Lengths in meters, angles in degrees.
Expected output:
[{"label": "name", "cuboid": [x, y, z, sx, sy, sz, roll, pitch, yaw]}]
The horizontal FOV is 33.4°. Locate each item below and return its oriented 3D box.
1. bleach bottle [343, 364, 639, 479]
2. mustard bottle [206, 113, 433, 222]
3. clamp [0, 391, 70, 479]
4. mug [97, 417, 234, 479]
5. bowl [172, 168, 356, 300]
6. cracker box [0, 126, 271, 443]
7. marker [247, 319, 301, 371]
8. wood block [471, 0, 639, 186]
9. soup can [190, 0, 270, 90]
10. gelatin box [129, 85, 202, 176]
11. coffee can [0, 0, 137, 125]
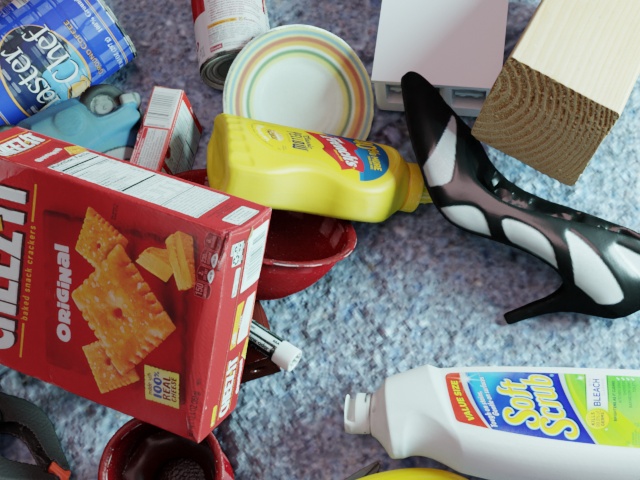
[{"label": "bleach bottle", "cuboid": [0.142, 0.140, 0.786, 0.251, 0.068, 0.102, 1, 43, 9]}, {"label": "mustard bottle", "cuboid": [0.008, -0.054, 0.864, 0.191, 0.058, 0.096, 9, 27, -17]}, {"label": "clamp", "cuboid": [-0.268, 0.135, 0.842, 0.171, 0.039, 0.120, 31, 53, -10]}, {"label": "mug", "cuboid": [-0.116, 0.191, 0.797, 0.093, 0.081, 0.117, 24, 74, 15]}, {"label": "bowl", "cuboid": [-0.056, 0.001, 0.849, 0.162, 0.161, 0.055, 24, 116, 15]}, {"label": "cracker box", "cuboid": [-0.155, 0.029, 0.764, 0.214, 0.072, 0.164, 18, 113, 16]}, {"label": "marker", "cuboid": [-0.068, 0.061, 0.816, 0.121, 0.020, 0.020, 32, 76, 17]}, {"label": "wood block", "cuboid": [0.206, -0.154, 0.842, 0.091, 0.090, 0.205, 28, 54, 6]}, {"label": "soup can", "cuboid": [-0.079, -0.193, 0.945, 0.068, 0.068, 0.102, -10, 69, 3]}, {"label": "gelatin box", "cuboid": [-0.132, -0.074, 0.904, 0.030, 0.073, 0.089, 10, 72, 11]}, {"label": "coffee can", "cuboid": [-0.248, -0.161, 0.935, 0.140, 0.103, 0.103, -39, 70, -8]}]
